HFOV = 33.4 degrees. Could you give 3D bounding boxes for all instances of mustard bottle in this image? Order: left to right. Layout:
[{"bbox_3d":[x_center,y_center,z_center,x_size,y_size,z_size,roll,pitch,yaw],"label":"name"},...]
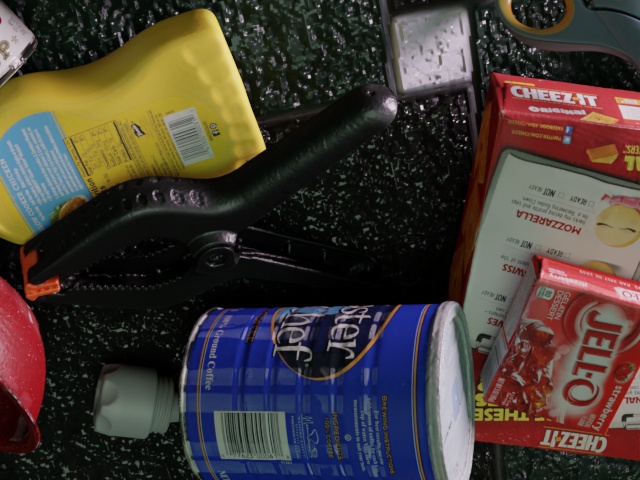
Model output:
[{"bbox_3d":[-0.130,-0.047,0.566,0.191,0.058,0.096,-21,131,-2],"label":"mustard bottle"}]

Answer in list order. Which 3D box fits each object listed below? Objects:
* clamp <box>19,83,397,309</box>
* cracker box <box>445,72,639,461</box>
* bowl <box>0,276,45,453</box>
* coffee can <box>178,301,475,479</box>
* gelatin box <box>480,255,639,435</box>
[{"bbox_3d":[-0.054,0.001,0.583,0.210,0.036,0.164,-17,144,-3],"label":"clamp"},{"bbox_3d":[0.162,0.020,0.622,0.164,0.072,0.214,7,119,1],"label":"cracker box"},{"bbox_3d":[-0.204,0.045,0.566,0.162,0.162,0.055,47,56,-24],"label":"bowl"},{"bbox_3d":[0.007,0.086,0.585,0.140,0.102,0.103,-3,116,18],"label":"coffee can"},{"bbox_3d":[0.137,0.058,0.584,0.073,0.030,0.089,16,120,-4],"label":"gelatin box"}]
